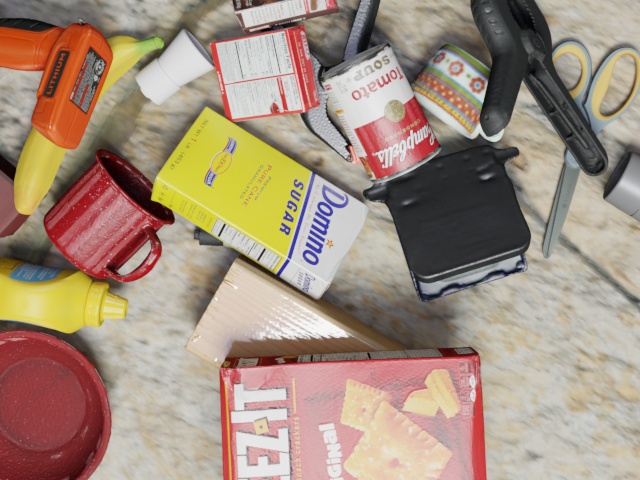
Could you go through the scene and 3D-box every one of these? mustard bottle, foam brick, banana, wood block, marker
[{"bbox_3d":[-0.267,0.045,0.953,0.191,0.096,0.058,9,95,0],"label":"mustard bottle"},{"bbox_3d":[-0.299,-0.046,0.967,0.078,0.053,0.051,41,95,-2],"label":"foam brick"},{"bbox_3d":[-0.219,-0.113,0.947,0.037,0.070,0.197,40,80,-35],"label":"banana"},{"bbox_3d":[-0.007,0.104,0.956,0.206,0.090,0.091,30,94,-1],"label":"wood block"},{"bbox_3d":[-0.056,0.001,0.982,0.121,0.020,0.020,6,96,1],"label":"marker"}]

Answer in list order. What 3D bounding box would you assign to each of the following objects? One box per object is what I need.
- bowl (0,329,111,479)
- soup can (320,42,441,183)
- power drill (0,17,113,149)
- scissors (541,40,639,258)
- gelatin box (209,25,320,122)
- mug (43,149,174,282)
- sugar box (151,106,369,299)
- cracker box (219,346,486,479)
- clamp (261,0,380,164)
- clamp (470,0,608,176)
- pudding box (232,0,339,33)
[{"bbox_3d":[-0.267,0.157,0.984,0.162,0.055,0.162,0,96,1],"label":"bowl"},{"bbox_3d":[0.051,-0.109,0.913,0.068,0.068,0.102,-27,102,4],"label":"soup can"},{"bbox_3d":[-0.286,-0.138,0.919,0.188,0.057,0.184,17,82,16],"label":"power drill"},{"bbox_3d":[0.218,-0.093,0.968,0.096,0.016,0.202,31,95,0],"label":"scissors"},{"bbox_3d":[-0.048,-0.146,0.939,0.089,0.030,0.073,-3,106,33],"label":"gelatin box"},{"bbox_3d":[-0.184,-0.012,0.944,0.081,0.093,0.117,-44,66,9],"label":"mug"},{"bbox_3d":[-0.052,-0.033,0.946,0.176,0.048,0.093,30,60,0],"label":"sugar box"},{"bbox_3d":[0.027,0.175,0.875,0.213,0.072,0.164,-3,89,0],"label":"cracker box"},{"bbox_3d":[0.003,-0.151,0.957,0.120,0.039,0.171,-4,95,9],"label":"clamp"},{"bbox_3d":[0.179,-0.154,0.916,0.036,0.164,0.210,-30,54,37],"label":"clamp"},{"bbox_3d":[-0.037,-0.242,0.927,0.090,0.039,0.113,-13,68,3],"label":"pudding box"}]
